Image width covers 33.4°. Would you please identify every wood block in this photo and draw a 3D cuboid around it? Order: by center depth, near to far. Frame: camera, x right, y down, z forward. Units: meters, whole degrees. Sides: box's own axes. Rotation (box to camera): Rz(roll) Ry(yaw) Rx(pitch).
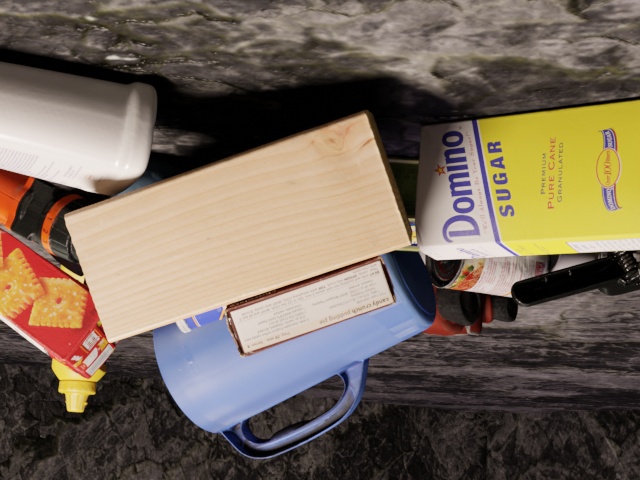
[{"bbox_3d":[-0.051,-0.011,0.715,0.206,0.091,0.090,-19,-176,7],"label":"wood block"}]

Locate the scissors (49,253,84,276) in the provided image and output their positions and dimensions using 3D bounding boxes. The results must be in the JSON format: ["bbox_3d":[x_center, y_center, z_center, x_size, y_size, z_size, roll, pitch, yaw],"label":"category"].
[{"bbox_3d":[-0.286,-0.008,1.078,0.096,0.016,0.202,43,171,-31],"label":"scissors"}]

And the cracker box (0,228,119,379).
[{"bbox_3d":[-0.291,0.035,1.005,0.214,0.072,0.164,36,167,5],"label":"cracker box"}]

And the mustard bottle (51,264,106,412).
[{"bbox_3d":[-0.269,0.097,1.208,0.058,0.191,0.096,2,168,5],"label":"mustard bottle"}]

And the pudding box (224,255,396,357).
[{"bbox_3d":[-0.008,0.041,0.742,0.113,0.039,0.090,-21,-177,-2],"label":"pudding box"}]

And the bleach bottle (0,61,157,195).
[{"bbox_3d":[-0.238,-0.087,0.676,0.250,0.068,0.103,11,166,-23],"label":"bleach bottle"}]

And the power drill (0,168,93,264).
[{"bbox_3d":[-0.192,-0.004,0.932,0.185,0.057,0.187,27,177,24],"label":"power drill"}]

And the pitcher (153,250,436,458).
[{"bbox_3d":[-0.017,0.084,0.978,0.243,0.145,0.149,-25,128,19],"label":"pitcher"}]

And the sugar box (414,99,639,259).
[{"bbox_3d":[0.151,-0.039,0.716,0.176,0.093,0.048,-4,165,28],"label":"sugar box"}]

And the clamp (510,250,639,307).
[{"bbox_3d":[0.297,0.016,1.005,0.209,0.036,0.165,3,149,-45],"label":"clamp"}]

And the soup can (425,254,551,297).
[{"bbox_3d":[0.162,0.018,1.027,0.102,0.068,0.069,9,166,-25],"label":"soup can"}]
